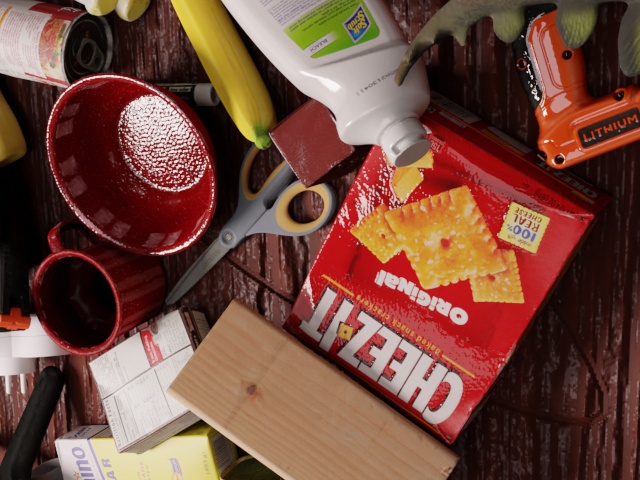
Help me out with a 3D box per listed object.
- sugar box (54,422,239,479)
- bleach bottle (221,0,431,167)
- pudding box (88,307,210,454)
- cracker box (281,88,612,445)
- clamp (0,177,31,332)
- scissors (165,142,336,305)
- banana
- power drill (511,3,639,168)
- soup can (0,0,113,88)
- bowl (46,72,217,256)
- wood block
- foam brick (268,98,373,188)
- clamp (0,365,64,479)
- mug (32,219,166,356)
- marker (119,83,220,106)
[{"bbox_3d":[-0.156,0.216,0.976,0.176,0.048,0.093,-9,98,26],"label":"sugar box"},{"bbox_3d":[-0.006,-0.151,0.750,0.102,0.068,0.251,-33,68,5],"label":"bleach bottle"},{"bbox_3d":[-0.139,0.121,0.924,0.114,0.039,0.090,-32,67,21],"label":"pudding box"},{"bbox_3d":[0.087,0.019,0.793,0.164,0.072,0.214,34,116,15],"label":"cracker box"},{"bbox_3d":[-0.294,0.035,0.963,0.171,0.039,0.120,-117,39,-46],"label":"clamp"},{"bbox_3d":[-0.056,0.001,0.890,0.096,0.016,0.202,35,115,14],"label":"scissors"},{"bbox_3d":[-0.077,-0.153,0.836,0.037,0.070,0.198,-26,81,-10],"label":"banana"},{"bbox_3d":[0.182,-0.156,0.714,0.185,0.057,0.187,-23,90,27],"label":"power drill"},{"bbox_3d":[-0.237,-0.169,0.907,0.102,0.068,0.068,15,109,23],"label":"soup can"},{"bbox_3d":[-0.145,-0.070,0.882,0.162,0.055,0.162,13,122,21],"label":"bowl"},{"bbox_3d":[-0.006,0.143,0.827,0.206,0.090,0.091,35,81,6],"label":"wood block"},{"bbox_3d":[0.009,-0.079,0.804,0.053,0.078,0.051,-35,85,28],"label":"foam brick"},{"bbox_3d":[-0.307,0.236,1.006,0.165,0.036,0.210,-25,53,34],"label":"clamp"},{"bbox_3d":[-0.194,0.034,0.928,0.093,0.081,0.117,-34,87,28],"label":"mug"},{"bbox_3d":[-0.140,-0.123,0.898,0.121,0.020,0.020,4,104,25],"label":"marker"}]
